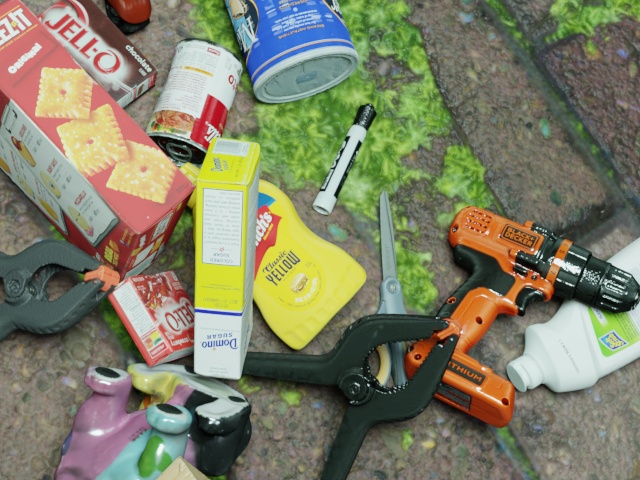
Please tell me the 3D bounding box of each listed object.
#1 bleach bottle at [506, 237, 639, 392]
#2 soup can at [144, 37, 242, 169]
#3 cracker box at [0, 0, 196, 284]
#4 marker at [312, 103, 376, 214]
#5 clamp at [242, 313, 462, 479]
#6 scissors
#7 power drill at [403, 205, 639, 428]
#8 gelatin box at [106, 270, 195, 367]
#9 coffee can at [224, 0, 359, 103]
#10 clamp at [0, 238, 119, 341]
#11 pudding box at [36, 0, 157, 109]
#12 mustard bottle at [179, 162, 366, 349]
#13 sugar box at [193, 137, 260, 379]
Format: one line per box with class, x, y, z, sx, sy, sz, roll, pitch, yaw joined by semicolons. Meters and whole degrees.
bleach bottle;0.282;0.063;1.017;0.250;0.068;0.102;-28;79;-15
soup can;-0.116;-0.125;0.978;0.068;0.069;0.102;18;71;-7
cracker box;-0.209;-0.075;0.892;0.072;0.164;0.214;-41;87;-25
marker;0.025;-0.080;1.022;0.020;0.020;0.121;27;71;-4
clamp;0.033;0.134;0.910;0.210;0.036;0.164;-26;89;14
scissors;0.050;0.056;0.990;0.096;0.016;0.202;-14;79;-21
power drill;0.174;0.071;0.959;0.185;0.057;0.187;23;63;20
gelatin box;-0.135;0.065;0.911;0.030;0.089;0.073;-34;81;15
coffee can;-0.034;-0.214;1.002;0.102;0.103;0.140;-16;79;-16
clamp;-0.250;0.052;0.885;0.172;0.039;0.120;-1;84;22
pudding box;-0.220;-0.163;0.980;0.090;0.039;0.113;-42;87;-20
mustard bottle;-0.056;0.001;0.959;0.191;0.058;0.096;44;92;3
sugar box;-0.077;0.015;0.868;0.048;0.093;0.176;7;116;1
